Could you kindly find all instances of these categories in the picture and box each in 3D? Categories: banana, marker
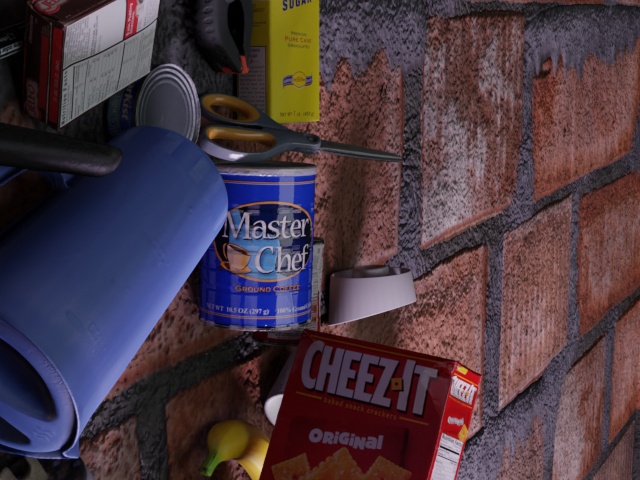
[{"bbox_3d":[-0.068,0.219,1.038,0.197,0.037,0.069,51,54,-54],"label":"banana"},{"bbox_3d":[-0.200,-0.145,0.741,0.120,0.020,0.020,-41,130,-52],"label":"marker"}]

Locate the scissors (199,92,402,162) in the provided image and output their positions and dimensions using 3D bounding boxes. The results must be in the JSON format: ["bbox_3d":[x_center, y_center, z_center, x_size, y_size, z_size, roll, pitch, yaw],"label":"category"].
[{"bbox_3d":[-0.026,-0.099,0.956,0.201,0.096,0.016,-5,136,-37],"label":"scissors"}]

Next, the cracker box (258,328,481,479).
[{"bbox_3d":[0.035,0.200,0.958,0.072,0.164,0.213,34,69,-56],"label":"cracker box"}]

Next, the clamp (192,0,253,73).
[{"bbox_3d":[-0.092,-0.220,0.906,0.120,0.039,0.171,-36,126,-52],"label":"clamp"}]

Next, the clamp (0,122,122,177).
[{"bbox_3d":[-0.236,-0.083,0.636,0.209,0.036,0.164,-29,88,-43],"label":"clamp"}]

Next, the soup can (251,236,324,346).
[{"bbox_3d":[-0.031,0.047,1.040,0.068,0.069,0.102,-7,101,-61],"label":"soup can"}]

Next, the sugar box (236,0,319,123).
[{"bbox_3d":[-0.038,-0.199,1.003,0.093,0.048,0.176,-15,110,-60],"label":"sugar box"}]

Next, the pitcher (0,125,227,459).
[{"bbox_3d":[-0.166,0.014,0.732,0.242,0.145,0.149,-57,172,-46],"label":"pitcher"}]

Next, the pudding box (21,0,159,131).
[{"bbox_3d":[-0.162,-0.142,0.758,0.113,0.039,0.090,-43,158,-45],"label":"pudding box"}]

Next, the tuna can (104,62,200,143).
[{"bbox_3d":[-0.134,-0.099,0.857,0.086,0.034,0.086,-19,112,-59],"label":"tuna can"}]

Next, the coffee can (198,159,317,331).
[{"bbox_3d":[-0.056,0.001,0.948,0.102,0.103,0.140,-12,106,-60],"label":"coffee can"}]
